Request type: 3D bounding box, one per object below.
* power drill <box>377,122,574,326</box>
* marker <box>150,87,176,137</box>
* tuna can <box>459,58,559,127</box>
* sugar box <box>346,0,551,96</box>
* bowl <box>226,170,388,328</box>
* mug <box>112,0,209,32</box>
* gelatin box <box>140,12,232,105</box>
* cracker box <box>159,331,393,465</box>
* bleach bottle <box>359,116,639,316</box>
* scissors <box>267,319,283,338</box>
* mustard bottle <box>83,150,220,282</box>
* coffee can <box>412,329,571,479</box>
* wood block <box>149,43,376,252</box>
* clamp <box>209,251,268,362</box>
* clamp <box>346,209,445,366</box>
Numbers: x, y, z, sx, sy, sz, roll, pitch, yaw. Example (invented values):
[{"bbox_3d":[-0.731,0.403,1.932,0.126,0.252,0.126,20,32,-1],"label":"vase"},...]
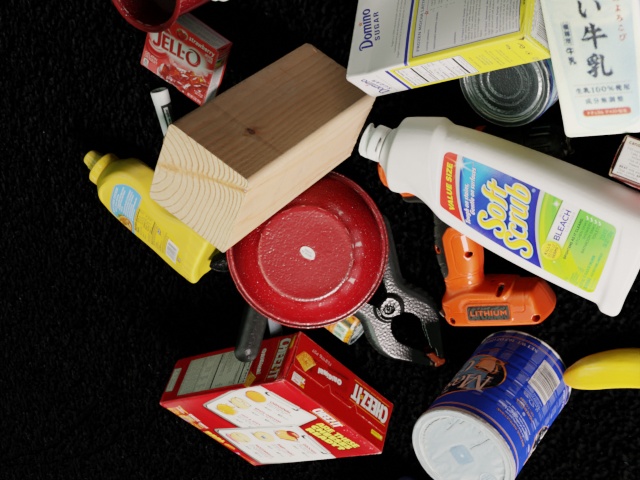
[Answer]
[{"bbox_3d":[0.157,-0.015,0.972,0.185,0.057,0.187,-4,113,35],"label":"power drill"},{"bbox_3d":[-0.163,-0.110,1.182,0.020,0.020,0.121,6,121,35],"label":"marker"},{"bbox_3d":[0.161,-0.140,0.901,0.086,0.033,0.086,20,128,27],"label":"tuna can"},{"bbox_3d":[0.106,-0.180,0.877,0.177,0.093,0.048,-7,156,43],"label":"sugar box"},{"bbox_3d":[-0.014,0.010,1.032,0.162,0.055,0.162,0,96,1],"label":"bowl"},{"bbox_3d":[-0.149,-0.268,1.023,0.093,0.081,0.117,3,119,37],"label":"mug"},{"bbox_3d":[-0.140,-0.194,1.101,0.089,0.030,0.073,36,134,13],"label":"gelatin box"},{"bbox_3d":[-0.051,0.185,1.215,0.214,0.072,0.164,-17,133,42],"label":"cracker box"},{"bbox_3d":[0.149,-0.033,0.893,0.251,0.068,0.103,23,122,15],"label":"bleach bottle"},{"bbox_3d":[-0.048,0.115,1.207,0.016,0.096,0.202,-12,114,-3],"label":"scissors"},{"bbox_3d":[-0.198,-0.040,1.227,0.192,0.058,0.096,39,148,11],"label":"mustard bottle"},{"bbox_3d":[0.166,0.165,1.022,0.103,0.140,0.103,20,128,27],"label":"coffee can"},{"bbox_3d":[-0.049,-0.091,0.974,0.091,0.205,0.090,37,134,13],"label":"wood block"},{"bbox_3d":[-0.057,0.001,1.125,0.210,0.036,0.165,-62,32,20],"label":"clamp"},{"bbox_3d":[0.056,0.067,1.083,0.120,0.039,0.171,-33,96,11],"label":"clamp"}]
